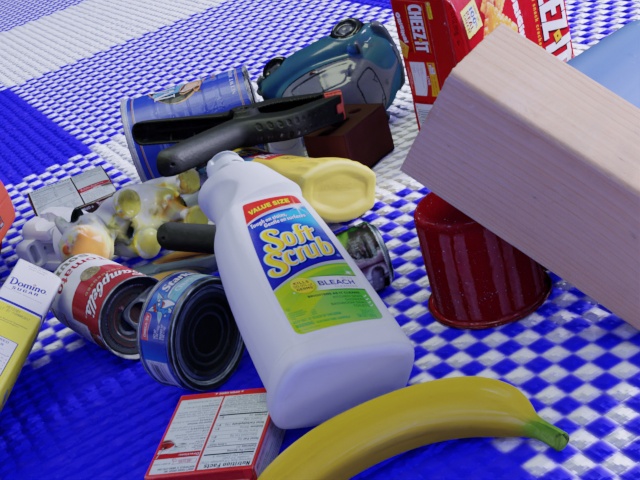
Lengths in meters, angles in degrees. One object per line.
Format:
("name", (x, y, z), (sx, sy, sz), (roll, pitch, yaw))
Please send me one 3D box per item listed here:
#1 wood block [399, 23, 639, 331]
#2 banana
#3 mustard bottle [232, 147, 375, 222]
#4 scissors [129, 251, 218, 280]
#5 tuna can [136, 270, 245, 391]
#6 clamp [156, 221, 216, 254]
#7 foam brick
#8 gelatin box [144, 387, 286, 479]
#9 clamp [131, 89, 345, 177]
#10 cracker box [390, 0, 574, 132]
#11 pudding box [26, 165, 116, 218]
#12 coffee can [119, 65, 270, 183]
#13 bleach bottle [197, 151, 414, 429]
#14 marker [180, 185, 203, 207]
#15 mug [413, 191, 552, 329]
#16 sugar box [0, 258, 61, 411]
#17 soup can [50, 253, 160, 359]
("wood block", (0.170, -0.039, 0.695), (0.206, 0.091, 0.090), (34, 44, 10))
("banana", (0.043, 0.120, 0.640), (0.198, 0.037, 0.069), (-17, 24, 1))
("mustard bottle", (-0.043, -0.057, 1.015), (0.096, 0.058, 0.192), (-7, 12, -39))
("scissors", (-0.181, 0.043, 0.957), (0.202, 0.016, 0.096), (-15, 23, 4))
("tuna can", (-0.091, 0.066, 0.776), (0.034, 0.086, 0.086), (6, 34, 37))
("clamp", (-0.056, 0.001, 0.915), (0.120, 0.039, 0.172), (-16, 19, -37))
("foam brick", (0.029, -0.099, 1.072), (0.053, 0.051, 0.078), (4, 33, 38))
("gelatin box", (-0.065, 0.134, 0.689), (0.073, 0.030, 0.089), (-8, 27, 15))
("clamp", (-0.080, -0.112, 1.036), (0.209, 0.036, 0.165), (-17, 22, -20))
("cracker box", (0.170, -0.208, 1.074), (0.072, 0.164, 0.213), (10, 37, 41))
("pudding box", (-0.261, -0.036, 1.143), (0.090, 0.039, 0.114), (-24, 24, -12))
("coffee can", (-0.134, -0.122, 1.161), (0.140, 0.103, 0.103), (-16, 25, 2))
("bleach bottle", (-0.033, 0.017, 0.756), (0.102, 0.068, 0.251), (-7, 40, -26))
("marker", (-0.113, -0.052, 1.102), (0.121, 0.020, 0.020), (-27, 27, -21))
("mug", (0.126, 0.003, 0.772), (0.117, 0.081, 0.093), (-11, 26, 12))
("sugar box", (-0.250, 0.097, 0.807), (0.048, 0.093, 0.176), (27, 26, -7))
("soup can", (-0.173, 0.052, 0.877), (0.068, 0.068, 0.102), (-32, 29, -29))
